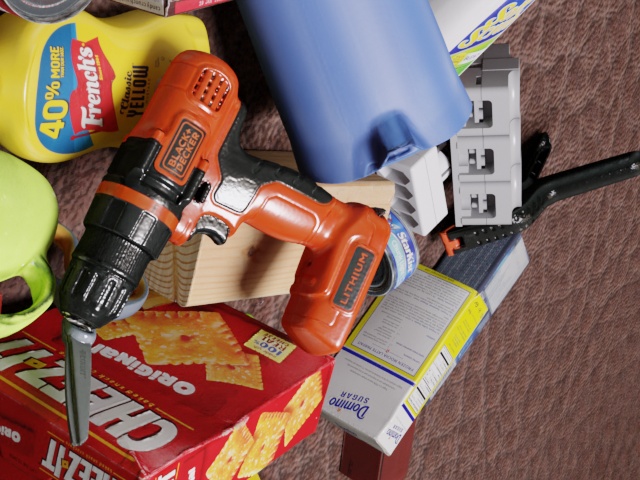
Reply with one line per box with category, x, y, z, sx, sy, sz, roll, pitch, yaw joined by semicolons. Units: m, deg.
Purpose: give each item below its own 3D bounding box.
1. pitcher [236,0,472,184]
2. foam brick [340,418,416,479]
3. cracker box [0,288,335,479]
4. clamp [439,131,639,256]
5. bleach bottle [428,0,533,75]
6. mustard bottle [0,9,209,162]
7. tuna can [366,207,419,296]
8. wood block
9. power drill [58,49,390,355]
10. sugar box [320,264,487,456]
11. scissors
pitcher;0.002;-0.174;0.729;0.144;0.149;0.243;-45;123;-38
foam brick;0.059;0.209;1.096;0.051;0.053;0.078;-18;124;-45
cracker box;-0.114;0.099;0.689;0.213;0.164;0.072;-22;131;-58
clamp;0.214;-0.047;1.082;0.209;0.165;0.036;-35;114;-22
bleach bottle;0.133;-0.201;0.829;0.102;0.068;0.251;-19;164;-48
mustard bottle;-0.155;-0.097;0.656;0.191;0.058;0.096;-9;115;-48
tuna can;0.043;0.006;0.935;0.033;0.086;0.086;-36;134;-32
wood block;-0.046;-0.015;0.810;0.205;0.090;0.091;-4;113;-50
power drill;-0.054;0.001;0.672;0.187;0.057;0.184;33;75;-31
sugar box;0.074;0.109;1.026;0.176;0.093;0.048;-54;142;-14
scissors;-0.133;0.056;0.655;0.096;0.202;0.016;17;118;-39
